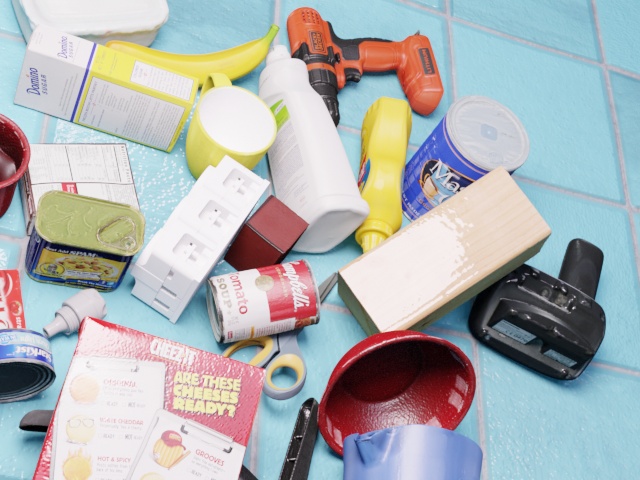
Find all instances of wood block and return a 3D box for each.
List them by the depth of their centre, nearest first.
[{"bbox_3d":[0.127,0.023,1.121,0.206,0.091,0.090,-33,76,-9],"label":"wood block"}]

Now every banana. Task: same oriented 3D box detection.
[{"bbox_3d":[-0.144,-0.205,1.209,0.197,0.070,0.037,-10,32,-14],"label":"banana"}]

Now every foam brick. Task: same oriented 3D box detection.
[{"bbox_3d":[-0.057,0.001,1.110,0.051,0.078,0.053,39,53,1],"label":"foam brick"}]

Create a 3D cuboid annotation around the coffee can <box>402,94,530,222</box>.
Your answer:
[{"bbox_3d":[0.160,-0.085,1.228,0.102,0.140,0.103,12,55,-18],"label":"coffee can"}]

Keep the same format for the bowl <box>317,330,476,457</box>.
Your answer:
[{"bbox_3d":[0.068,0.143,1.049,0.161,0.162,0.055,7,30,-21],"label":"bowl"}]

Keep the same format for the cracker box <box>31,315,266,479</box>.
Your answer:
[{"bbox_3d":[-0.153,0.192,0.894,0.164,0.072,0.213,18,69,-12],"label":"cracker box"}]

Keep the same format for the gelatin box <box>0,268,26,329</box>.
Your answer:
[{"bbox_3d":[-0.309,0.069,0.975,0.073,0.030,0.089,0,60,-26],"label":"gelatin box"}]

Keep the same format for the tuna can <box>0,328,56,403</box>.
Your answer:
[{"bbox_3d":[-0.276,0.110,0.930,0.086,0.086,0.034,0,58,-26],"label":"tuna can"}]

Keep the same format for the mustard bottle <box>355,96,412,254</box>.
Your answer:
[{"bbox_3d":[0.067,-0.062,1.197,0.058,0.096,0.191,11,55,-4],"label":"mustard bottle"}]

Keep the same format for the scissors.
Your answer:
[{"bbox_3d":[-0.017,0.099,1.088,0.096,0.016,0.201,34,46,30],"label":"scissors"}]

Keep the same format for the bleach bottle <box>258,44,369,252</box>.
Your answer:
[{"bbox_3d":[-0.020,-0.116,1.187,0.067,0.103,0.251,6,57,-34],"label":"bleach bottle"}]

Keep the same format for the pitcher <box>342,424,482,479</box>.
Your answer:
[{"bbox_3d":[0.083,0.301,0.962,0.149,0.145,0.242,10,59,-5],"label":"pitcher"}]

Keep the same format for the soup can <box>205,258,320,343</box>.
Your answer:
[{"bbox_3d":[-0.058,0.060,1.064,0.102,0.068,0.068,-10,64,-14],"label":"soup can"}]

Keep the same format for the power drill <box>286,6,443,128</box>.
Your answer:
[{"bbox_3d":[0.054,-0.201,1.306,0.187,0.057,0.184,4,58,-23],"label":"power drill"}]

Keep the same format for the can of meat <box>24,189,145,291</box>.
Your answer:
[{"bbox_3d":[-0.228,0.004,1.022,0.102,0.084,0.057,11,55,-19],"label":"can of meat"}]

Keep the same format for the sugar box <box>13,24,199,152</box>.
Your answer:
[{"bbox_3d":[-0.225,-0.158,1.122,0.176,0.093,0.048,20,53,-13],"label":"sugar box"}]

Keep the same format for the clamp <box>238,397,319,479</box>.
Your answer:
[{"bbox_3d":[-0.035,0.241,0.987,0.164,0.036,0.210,-8,68,-42],"label":"clamp"}]

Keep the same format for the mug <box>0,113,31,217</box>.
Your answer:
[{"bbox_3d":[-0.333,-0.077,1.026,0.093,0.082,0.117,1,59,-25],"label":"mug"}]

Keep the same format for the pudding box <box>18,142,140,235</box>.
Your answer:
[{"bbox_3d":[-0.245,-0.054,1.081,0.113,0.039,0.090,-1,60,-28],"label":"pudding box"}]
